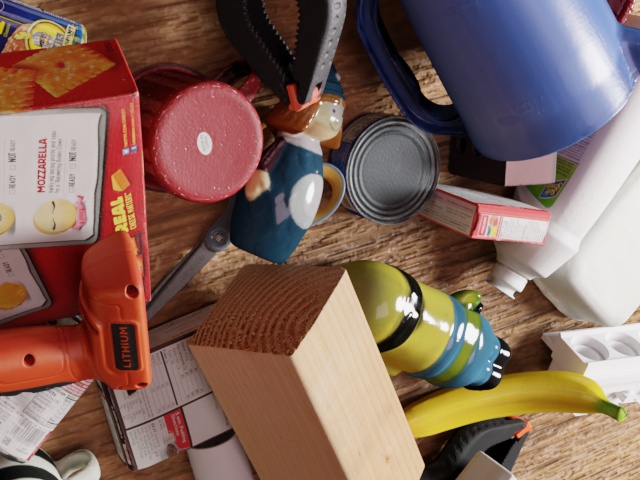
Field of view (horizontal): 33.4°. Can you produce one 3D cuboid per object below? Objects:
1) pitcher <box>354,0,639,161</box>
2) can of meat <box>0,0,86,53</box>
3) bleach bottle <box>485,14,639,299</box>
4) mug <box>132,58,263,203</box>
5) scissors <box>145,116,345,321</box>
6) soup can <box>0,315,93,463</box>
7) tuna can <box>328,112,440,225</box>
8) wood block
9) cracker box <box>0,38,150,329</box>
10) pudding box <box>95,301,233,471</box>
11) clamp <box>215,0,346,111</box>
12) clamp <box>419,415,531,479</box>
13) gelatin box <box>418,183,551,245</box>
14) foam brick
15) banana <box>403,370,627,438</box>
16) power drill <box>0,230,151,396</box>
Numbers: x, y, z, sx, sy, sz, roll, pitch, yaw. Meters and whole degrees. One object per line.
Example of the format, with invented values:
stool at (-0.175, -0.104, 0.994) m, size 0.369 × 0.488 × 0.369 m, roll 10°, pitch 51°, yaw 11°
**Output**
pitcher at (0.102, -0.179, 0.730) m, size 0.149 × 0.145 × 0.242 m, roll -41°, pitch 119°, yaw -7°
can of meat at (-0.203, -0.104, 0.674) m, size 0.083 × 0.058 × 0.102 m, roll 15°, pitch 96°, yaw -33°
bleach bottle at (0.214, -0.067, 0.896) m, size 0.068 × 0.103 × 0.251 m, roll 31°, pitch 93°, yaw -26°
mug at (-0.082, -0.080, 0.730) m, size 0.117 × 0.082 × 0.093 m, roll -45°, pitch 119°, yaw -12°
scissors at (-0.055, 0.001, 0.791) m, size 0.096 × 0.016 × 0.202 m, roll 29°, pitch 88°, yaw -9°
soup can at (-0.193, 0.091, 0.722) m, size 0.068 × 0.069 × 0.102 m, roll 42°, pitch 82°, yaw -30°
tuna can at (0.049, -0.057, 0.836) m, size 0.086 × 0.034 × 0.086 m, roll -7°, pitch 106°, yaw -27°
wood block at (-0.003, 0.124, 0.788) m, size 0.090 × 0.091 × 0.206 m, roll -56°, pitch 135°, yaw -41°
cracker box at (-0.214, -0.023, 0.634) m, size 0.213 × 0.072 × 0.164 m, roll -11°, pitch 133°, yaw -16°
pudding box at (-0.105, 0.107, 0.792) m, size 0.113 × 0.039 × 0.090 m, roll -22°, pitch 112°, yaw -25°
clamp at (-0.027, -0.189, 0.679) m, size 0.036 × 0.165 × 0.210 m, roll -36°, pitch 110°, yaw -52°
clamp at (0.112, 0.205, 0.931) m, size 0.171 × 0.039 × 0.120 m, roll -47°, pitch 134°, yaw -14°
gelatin box at (0.127, -0.021, 0.854) m, size 0.073 × 0.089 × 0.030 m, roll 6°, pitch 101°, yaw -29°
foam brick at (0.146, -0.075, 0.859) m, size 0.051 × 0.078 × 0.053 m, roll -5°, pitch 103°, yaw -27°
banana at (0.154, 0.138, 0.911) m, size 0.198 × 0.069 × 0.037 m, roll -8°, pitch 98°, yaw 6°
power drill at (-0.196, 0.048, 0.615) m, size 0.187 × 0.057 × 0.184 m, roll -10°, pitch 139°, yaw -12°
